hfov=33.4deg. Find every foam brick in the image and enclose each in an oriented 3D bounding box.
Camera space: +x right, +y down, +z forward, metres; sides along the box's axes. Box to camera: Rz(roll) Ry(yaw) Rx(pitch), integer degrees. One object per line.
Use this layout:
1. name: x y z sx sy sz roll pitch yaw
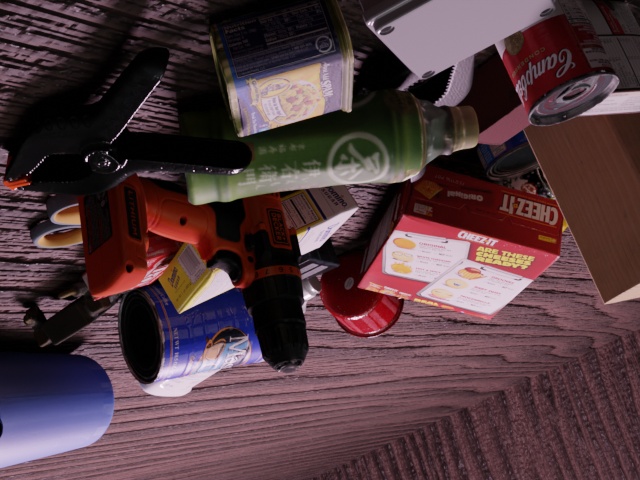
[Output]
1. foam brick: 0.157 -0.123 0.906 0.051 0.053 0.078 -1 154 -47

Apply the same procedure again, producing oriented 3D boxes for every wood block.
1. wood block: 0.272 -0.058 0.973 0.090 0.206 0.091 -6 156 -40

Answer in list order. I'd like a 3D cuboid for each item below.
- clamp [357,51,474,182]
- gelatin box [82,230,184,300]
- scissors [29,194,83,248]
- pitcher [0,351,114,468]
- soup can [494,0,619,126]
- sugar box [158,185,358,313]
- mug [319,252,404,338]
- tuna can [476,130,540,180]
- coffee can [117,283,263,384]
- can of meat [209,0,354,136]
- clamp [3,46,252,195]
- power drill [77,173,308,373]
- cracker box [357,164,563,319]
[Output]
1. clamp: 0.051 -0.105 0.865 0.164 0.036 0.210 -5 154 -25
2. gelatin box: -0.165 0.019 0.984 0.089 0.030 0.073 -34 169 39
3. scissors: -0.165 -0.016 0.925 0.096 0.016 0.201 -29 161 30
4. pitcher: -0.343 0.177 1.145 0.145 0.149 0.242 -43 159 18
5. soup can: 0.162 -0.143 0.767 0.068 0.102 0.068 -19 163 -6
6. sugar box: -0.057 0.001 0.993 0.175 0.048 0.093 -28 169 -36
7. mug: 0.058 0.062 1.276 0.117 0.093 0.081 -7 161 16
8. tuna can: 0.200 -0.095 1.069 0.086 0.034 0.086 -19 162 -6
9. coffee can: -0.130 0.091 1.136 0.140 0.103 0.103 -8 158 -35
10. can of meat: -0.026 -0.116 0.716 0.084 0.057 0.102 -17 162 -5
11. clamp: -0.135 -0.063 0.723 0.172 0.039 0.120 -18 136 30
12. power drill: -0.095 0.015 0.849 0.187 0.184 0.057 10 145 -42
13. cracker box: 0.145 0.006 1.145 0.164 0.072 0.214 14 156 -5
